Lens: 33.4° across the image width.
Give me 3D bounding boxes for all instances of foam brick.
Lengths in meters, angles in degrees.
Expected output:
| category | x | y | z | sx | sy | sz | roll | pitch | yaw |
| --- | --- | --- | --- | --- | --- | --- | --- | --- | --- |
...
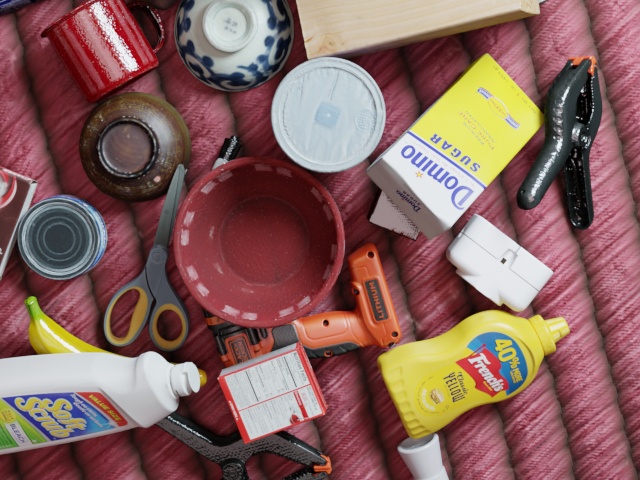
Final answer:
| category | x | y | z | sx | sy | sz | roll | pitch | yaw |
| --- | --- | --- | --- | --- | --- | --- | --- | --- | --- |
| foam brick | 0.084 | -0.046 | 1.068 | 0.051 | 0.053 | 0.078 | 21 | 96 | -2 |

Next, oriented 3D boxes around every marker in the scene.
| category | x | y | z | sx | sy | sz | roll | pitch | yaw |
| --- | --- | --- | --- | --- | --- | --- | --- | --- | --- |
| marker | -0.109 | -0.051 | 1.068 | 0.020 | 0.020 | 0.121 | 23 | 77 | -2 |

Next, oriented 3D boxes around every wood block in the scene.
| category | x | y | z | sx | sy | sz | roll | pitch | yaw |
| --- | --- | --- | --- | --- | --- | --- | --- | --- | --- |
| wood block | 0.089 | -0.233 | 0.998 | 0.206 | 0.090 | 0.091 | -10 | 96 | 23 |

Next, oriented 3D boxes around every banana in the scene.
| category | x | y | z | sx | sy | sz | roll | pitch | yaw |
| --- | --- | --- | --- | --- | --- | --- | --- | --- | --- |
| banana | -0.215 | 0.123 | 1.082 | 0.197 | 0.037 | 0.070 | 23 | 137 | -7 |

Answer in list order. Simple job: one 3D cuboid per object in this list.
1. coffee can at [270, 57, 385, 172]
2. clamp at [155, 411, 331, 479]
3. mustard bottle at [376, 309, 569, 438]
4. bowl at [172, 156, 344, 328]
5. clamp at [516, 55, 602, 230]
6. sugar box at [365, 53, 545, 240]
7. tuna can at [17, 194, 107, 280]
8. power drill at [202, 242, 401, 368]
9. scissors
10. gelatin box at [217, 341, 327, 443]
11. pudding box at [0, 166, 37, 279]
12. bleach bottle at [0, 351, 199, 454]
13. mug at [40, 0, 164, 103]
| category | x | y | z | sx | sy | sz | roll | pitch | yaw |
| --- | --- | --- | --- | --- | --- | --- | --- | --- | --- |
| coffee can | 0.006 | -0.117 | 1.017 | 0.103 | 0.140 | 0.103 | 0 | 95 | 0 |
| clamp | -0.095 | 0.248 | 1.103 | 0.210 | 0.036 | 0.164 | 3 | 95 | -1 |
| mustard bottle | 0.160 | 0.123 | 1.079 | 0.191 | 0.058 | 0.096 | -24 | 112 | 1 |
| bowl | -0.057 | 0.001 | 1.019 | 0.162 | 0.055 | 0.162 | 0 | 92 | 3 |
| clamp | 0.250 | -0.094 | 1.059 | 0.039 | 0.120 | 0.171 | 13 | 80 | 39 |
| sugar box | 0.133 | -0.092 | 1.027 | 0.093 | 0.048 | 0.176 | 46 | 60 | -4 |
| tuna can | -0.262 | -0.003 | 1.082 | 0.086 | 0.034 | 0.086 | 0 | 95 | 0 |
| power drill | -0.023 | 0.065 | 1.078 | 0.187 | 0.057 | 0.184 | -18 | 99 | 4 |
| scissors | -0.150 | 0.030 | 1.080 | 0.096 | 0.016 | 0.202 | 30 | 104 | -9 |
| gelatin box | -0.047 | 0.149 | 1.048 | 0.089 | 0.030 | 0.073 | -21 | 98 | 5 |
| pudding box | -0.349 | -0.025 | 1.078 | 0.090 | 0.039 | 0.113 | 21 | 95 | -2 |
| bleach bottle | -0.243 | 0.149 | 1.047 | 0.251 | 0.068 | 0.102 | -12 | 121 | 13 |
| mug | -0.203 | -0.192 | 1.045 | 0.117 | 0.093 | 0.081 | -36 | 101 | -33 |
